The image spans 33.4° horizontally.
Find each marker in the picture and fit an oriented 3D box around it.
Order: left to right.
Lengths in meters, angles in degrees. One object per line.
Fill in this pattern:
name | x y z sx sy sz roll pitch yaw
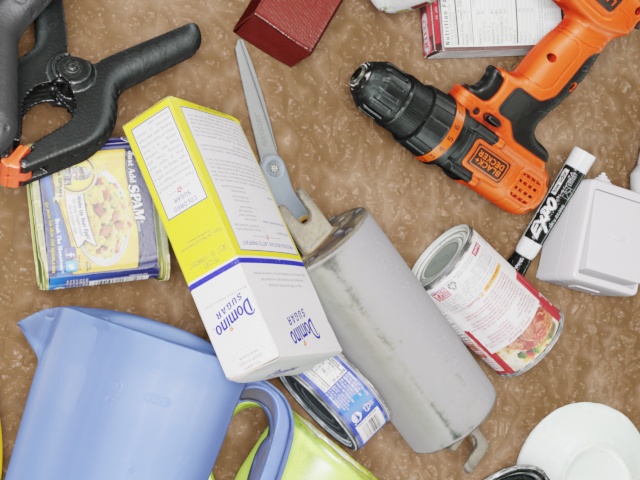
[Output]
marker | 0.174 -0.016 0.828 0.020 0.020 0.121 26 101 -18

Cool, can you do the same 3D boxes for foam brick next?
foam brick | -0.017 -0.173 0.766 0.051 0.053 0.078 33 78 -16

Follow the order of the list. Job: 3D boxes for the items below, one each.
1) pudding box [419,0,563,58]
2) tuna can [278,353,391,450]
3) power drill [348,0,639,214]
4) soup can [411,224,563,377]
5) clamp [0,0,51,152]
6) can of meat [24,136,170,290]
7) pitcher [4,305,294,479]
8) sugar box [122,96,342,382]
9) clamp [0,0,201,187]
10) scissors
pudding box | 0.132 -0.189 0.829 0.113 0.039 0.090 -5 92 -18
tuna can | 0.007 0.106 0.747 0.033 0.086 0.086 -43 102 -15
power drill | 0.134 -0.132 0.785 0.184 0.057 0.188 30 100 -28
soup can | 0.123 0.045 0.801 0.102 0.069 0.068 42 75 -13
clamp | -0.205 -0.136 0.661 0.036 0.165 0.210 50 60 -47
can of meat | -0.149 -0.019 0.710 0.083 0.057 0.102 -6 90 -18
pitcher | -0.130 0.170 0.672 0.144 0.149 0.243 24 82 -53
sugar box | -0.055 0.001 0.673 0.048 0.093 0.176 -27 75 21
clamp | -0.150 -0.103 0.690 0.120 0.039 0.171 15 63 -2
scissors | -0.047 -0.036 0.768 0.096 0.016 0.202 -32 99 -21
